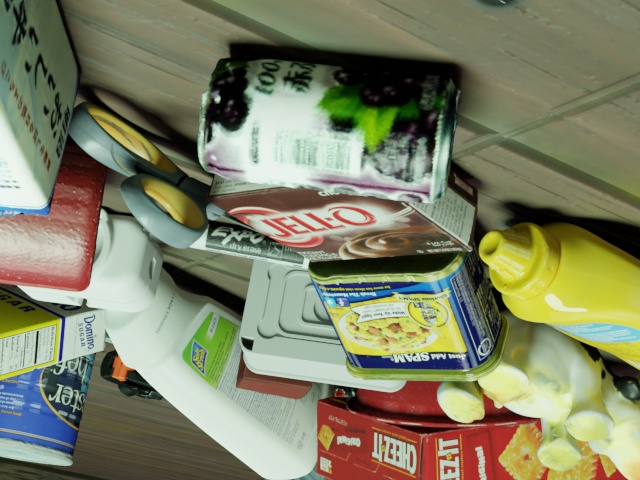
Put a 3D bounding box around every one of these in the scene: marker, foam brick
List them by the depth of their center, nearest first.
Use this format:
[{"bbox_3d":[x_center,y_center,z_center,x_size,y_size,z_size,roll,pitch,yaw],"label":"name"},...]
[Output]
[{"bbox_3d":[-0.055,0.001,0.687,0.121,0.020,0.020,10,161,-1],"label":"marker"},{"bbox_3d":[-0.030,0.075,0.803,0.053,0.078,0.051,12,160,-8],"label":"foam brick"}]

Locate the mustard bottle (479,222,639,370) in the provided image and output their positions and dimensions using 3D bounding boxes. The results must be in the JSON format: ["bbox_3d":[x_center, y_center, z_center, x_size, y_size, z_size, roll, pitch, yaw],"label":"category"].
[{"bbox_3d":[0.162,0.033,0.613,0.191,0.058,0.096,22,172,-34],"label":"mustard bottle"}]

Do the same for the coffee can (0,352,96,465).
[{"bbox_3d":[-0.254,0.119,0.940,0.103,0.140,0.103,8,161,3],"label":"coffee can"}]

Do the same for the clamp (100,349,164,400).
[{"bbox_3d":[-0.164,0.130,0.999,0.120,0.039,0.171,0,159,20],"label":"clamp"}]

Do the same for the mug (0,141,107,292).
[{"bbox_3d":[-0.164,-0.019,0.595,0.081,0.093,0.117,8,-167,-12],"label":"mug"}]

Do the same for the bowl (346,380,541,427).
[{"bbox_3d":[0.099,0.095,0.787,0.162,0.055,0.162,-2,-179,0],"label":"bowl"}]

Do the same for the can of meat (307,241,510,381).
[{"bbox_3d":[0.051,0.034,0.632,0.102,0.057,0.084,-3,130,28],"label":"can of meat"}]

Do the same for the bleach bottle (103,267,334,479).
[{"bbox_3d":[-0.086,0.091,0.842,0.068,0.102,0.250,-13,136,33],"label":"bleach bottle"}]

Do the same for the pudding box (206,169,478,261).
[{"bbox_3d":[0.012,-0.023,0.554,0.114,0.039,0.089,-7,154,39],"label":"pudding box"}]

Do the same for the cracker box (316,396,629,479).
[{"bbox_3d":[0.126,0.157,0.850,0.213,0.072,0.164,-2,-179,-28],"label":"cracker box"}]

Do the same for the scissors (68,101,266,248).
[{"bbox_3d":[-0.058,-0.012,0.576,0.016,0.096,0.201,-42,140,12],"label":"scissors"}]

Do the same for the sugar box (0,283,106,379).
[{"bbox_3d":[-0.253,0.065,0.778,0.093,0.048,0.175,25,-152,35],"label":"sugar box"}]
